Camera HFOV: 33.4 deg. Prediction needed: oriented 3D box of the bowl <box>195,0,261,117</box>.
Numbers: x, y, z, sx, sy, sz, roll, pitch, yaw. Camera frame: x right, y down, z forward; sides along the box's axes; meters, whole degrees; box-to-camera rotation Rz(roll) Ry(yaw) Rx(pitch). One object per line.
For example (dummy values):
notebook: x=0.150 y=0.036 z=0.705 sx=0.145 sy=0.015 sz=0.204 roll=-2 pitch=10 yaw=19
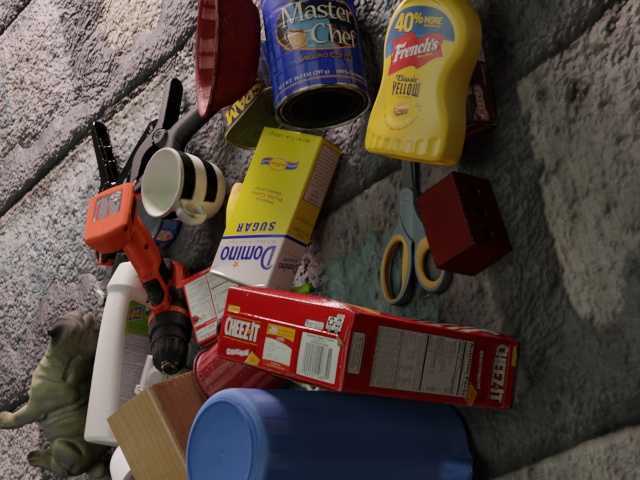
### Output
bowl: x=-0.100 y=-0.213 z=1.169 sx=0.162 sy=0.055 sz=0.162 roll=-178 pitch=90 yaw=-76

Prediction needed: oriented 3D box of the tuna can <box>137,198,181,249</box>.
tuna can: x=-0.217 y=-0.032 z=1.389 sx=0.086 sy=0.033 sz=0.086 roll=-13 pitch=73 yaw=46

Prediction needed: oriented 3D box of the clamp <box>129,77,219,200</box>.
clamp: x=-0.197 y=-0.134 z=1.366 sx=0.171 sy=0.039 sz=0.120 roll=-54 pitch=36 yaw=0

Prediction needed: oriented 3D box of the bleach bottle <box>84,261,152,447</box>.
bleach bottle: x=-0.229 y=0.131 z=1.337 sx=0.068 sy=0.102 sz=0.251 roll=-10 pitch=68 yaw=42

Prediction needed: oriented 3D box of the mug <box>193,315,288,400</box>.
mug: x=-0.081 y=0.125 z=1.165 sx=0.082 sy=0.093 sz=0.117 roll=-43 pitch=51 yaw=28

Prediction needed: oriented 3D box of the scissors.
scissors: x=0.101 y=-0.033 z=1.047 sx=0.096 sy=0.016 sz=0.202 roll=10 pitch=90 yaw=47

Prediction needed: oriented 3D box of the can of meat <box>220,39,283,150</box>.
can of meat: x=-0.076 y=-0.170 z=1.243 sx=0.102 sy=0.057 sz=0.084 roll=-44 pitch=50 yaw=33

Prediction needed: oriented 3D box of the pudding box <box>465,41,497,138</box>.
pudding box: x=0.119 y=-0.149 z=1.032 sx=0.090 sy=0.039 sz=0.113 roll=-22 pitch=66 yaw=44

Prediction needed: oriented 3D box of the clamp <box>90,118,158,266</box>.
clamp: x=-0.284 y=-0.071 z=1.470 sx=0.165 sy=0.036 sz=0.210 roll=15 pitch=94 yaw=48

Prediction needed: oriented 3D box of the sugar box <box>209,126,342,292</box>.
sugar box: x=-0.050 y=-0.031 z=1.163 sx=0.093 sy=0.048 sz=0.176 roll=14 pitch=79 yaw=42

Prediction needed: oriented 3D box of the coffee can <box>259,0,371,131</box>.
coffee can: x=-0.006 y=-0.202 z=1.136 sx=0.103 sy=0.102 sz=0.140 roll=-27 pitch=63 yaw=42

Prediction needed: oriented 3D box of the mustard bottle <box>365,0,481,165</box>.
mustard bottle: x=0.100 y=-0.169 z=0.983 sx=0.096 sy=0.058 sz=0.191 roll=13 pitch=93 yaw=45

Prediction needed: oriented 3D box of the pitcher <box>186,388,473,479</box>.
pitcher: x=0.000 y=0.193 z=0.941 sx=0.149 sy=0.242 sz=0.145 roll=-53 pitch=46 yaw=26

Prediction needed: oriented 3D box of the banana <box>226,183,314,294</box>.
banana: x=-0.069 y=0.017 z=1.216 sx=0.070 sy=0.037 sz=0.198 roll=-45 pitch=51 yaw=10

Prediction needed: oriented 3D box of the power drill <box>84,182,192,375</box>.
power drill: x=-0.204 y=0.042 z=1.230 sx=0.057 sy=0.187 sz=0.184 roll=-21 pitch=35 yaw=6

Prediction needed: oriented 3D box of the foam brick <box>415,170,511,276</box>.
foam brick: x=0.131 y=-0.015 z=0.981 sx=0.051 sy=0.052 sz=0.078 roll=-35 pitch=58 yaw=38

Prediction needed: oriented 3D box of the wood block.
wood block: x=-0.132 y=0.254 z=1.147 sx=0.090 sy=0.090 sz=0.206 roll=-39 pitch=74 yaw=37

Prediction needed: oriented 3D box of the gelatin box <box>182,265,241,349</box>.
gelatin box: x=-0.116 y=0.073 z=1.243 sx=0.073 sy=0.030 sz=0.089 roll=-28 pitch=61 yaw=19

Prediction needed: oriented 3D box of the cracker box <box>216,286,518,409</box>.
cracker box: x=0.043 y=0.094 z=0.936 sx=0.164 sy=0.213 sz=0.072 roll=7 pitch=86 yaw=48
